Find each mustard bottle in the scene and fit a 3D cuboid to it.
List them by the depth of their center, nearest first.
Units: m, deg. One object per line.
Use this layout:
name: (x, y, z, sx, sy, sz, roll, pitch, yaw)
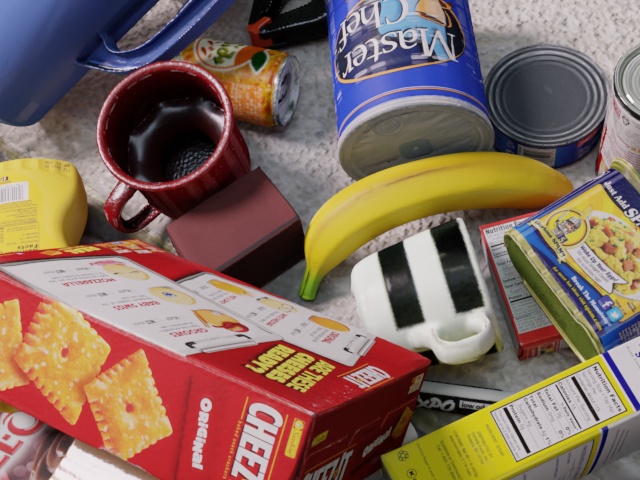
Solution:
mustard bottle: (-0.198, 0.029, 0.688, 0.096, 0.058, 0.191, -11, 45, -3)

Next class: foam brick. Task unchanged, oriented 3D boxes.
foam brick: (-0.055, 0.001, 0.711, 0.078, 0.053, 0.051, -34, 62, -11)

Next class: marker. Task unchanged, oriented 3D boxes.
marker: (0.066, 0.095, 0.660, 0.121, 0.020, 0.020, 7, 63, 12)

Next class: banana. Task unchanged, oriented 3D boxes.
banana: (0.070, -0.024, 0.698, 0.198, 0.069, 0.037, -19, 48, -1)

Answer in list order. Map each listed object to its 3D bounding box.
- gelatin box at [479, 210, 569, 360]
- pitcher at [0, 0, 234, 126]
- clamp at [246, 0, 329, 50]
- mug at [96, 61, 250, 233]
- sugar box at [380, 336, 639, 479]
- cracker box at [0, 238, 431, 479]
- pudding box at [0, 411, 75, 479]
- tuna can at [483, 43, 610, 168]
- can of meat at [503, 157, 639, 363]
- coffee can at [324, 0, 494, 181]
gelatin box: (0.148, 0.024, 0.680, 0.073, 0.030, 0.089, -16, 62, 1)
pitcher: (-0.164, -0.189, 0.747, 0.243, 0.144, 0.149, -44, 33, 17)
clamp: (0.017, -0.205, 0.820, 0.120, 0.039, 0.171, 30, 76, 26)
mug: (-0.102, -0.053, 0.726, 0.093, 0.081, 0.117, 32, 80, 19)
sugar box: (0.123, 0.113, 0.600, 0.176, 0.093, 0.048, -26, 63, -6)
cracker box: (-0.070, 0.068, 0.579, 0.214, 0.164, 0.072, 21, 102, 22)
pudding box: (-0.181, 0.138, 0.641, 0.090, 0.039, 0.113, 25, 41, 20)
tuna can: (0.155, -0.093, 0.740, 0.086, 0.034, 0.086, -4, 61, 7)
can of meat: (0.170, 0.015, 0.631, 0.084, 0.057, 0.102, -31, 62, -5)
coffee can: (0.058, -0.119, 0.730, 0.103, 0.103, 0.140, -7, 61, 5)
